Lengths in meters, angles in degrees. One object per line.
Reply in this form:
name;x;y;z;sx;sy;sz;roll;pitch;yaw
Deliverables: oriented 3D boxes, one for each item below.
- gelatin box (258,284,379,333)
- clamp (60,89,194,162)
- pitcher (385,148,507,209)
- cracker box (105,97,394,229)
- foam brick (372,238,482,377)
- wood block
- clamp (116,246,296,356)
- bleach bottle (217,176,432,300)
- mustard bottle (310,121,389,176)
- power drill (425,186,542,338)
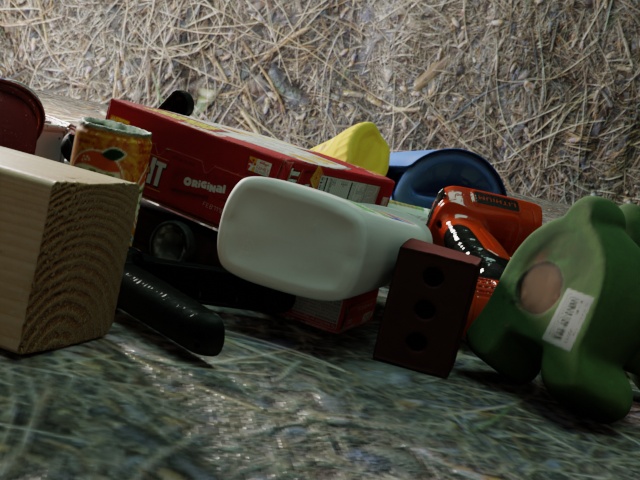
gelatin box;-0.010;0.039;0.778;0.089;0.030;0.073;17;8;18
clamp;-0.167;-0.081;0.965;0.120;0.039;0.171;-22;-9;-9
pitcher;0.130;-0.041;1.269;0.145;0.149;0.243;-18;10;-7
cracker box;-0.057;-0.050;0.879;0.164;0.072;0.213;21;8;25
foam brick;0.072;0.043;0.707;0.053;0.078;0.051;14;7;12
wood block;-0.218;-0.013;0.593;0.206;0.091;0.090;15;7;19
clamp;-0.127;0.024;0.671;0.210;0.036;0.164;14;8;5
bleach bottle;0.020;-0.001;0.779;0.103;0.068;0.250;17;6;17
mustard bottle;-0.028;-0.050;1.047;0.192;0.058;0.096;-23;22;31
power drill;0.170;0.028;0.869;0.184;0.057;0.187;12;26;-15
